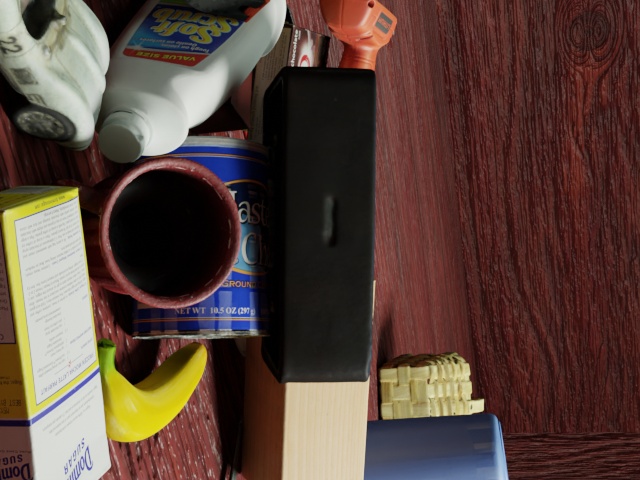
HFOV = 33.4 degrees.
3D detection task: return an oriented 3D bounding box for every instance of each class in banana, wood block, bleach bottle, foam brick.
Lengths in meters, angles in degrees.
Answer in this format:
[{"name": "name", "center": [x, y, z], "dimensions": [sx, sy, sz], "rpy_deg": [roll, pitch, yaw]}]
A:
[{"name": "banana", "center": [-0.120, 0.106, 0.748], "dimensions": [0.069, 0.037, 0.197], "rpy_deg": [-64, 169, -1]}, {"name": "wood block", "center": [-0.014, 0.130, 0.989], "dimensions": [0.090, 0.090, 0.206], "rpy_deg": [22, -67, 60]}, {"name": "bleach bottle", "center": [-0.099, -0.126, 0.777], "dimensions": [0.250, 0.102, 0.068], "rpy_deg": [-73, -178, -55]}, {"name": "foam brick", "center": [-0.091, -0.139, 0.922], "dimensions": [0.053, 0.051, 0.078], "rpy_deg": [53, 36, -66]}]

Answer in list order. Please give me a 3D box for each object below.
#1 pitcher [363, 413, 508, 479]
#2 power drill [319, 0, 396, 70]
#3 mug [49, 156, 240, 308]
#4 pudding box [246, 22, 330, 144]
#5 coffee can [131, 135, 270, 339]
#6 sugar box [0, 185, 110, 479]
[{"name": "pitcher", "center": [0.076, 0.250, 1.142], "dimensions": [0.149, 0.243, 0.145], "rpy_deg": [-87, 166, -51]}, {"name": "power drill", "center": [0.015, -0.126, 0.968], "dimensions": [0.184, 0.057, 0.188], "rpy_deg": [-4, 106, -75]}, {"name": "mug", "center": [-0.120, -0.009, 0.679], "dimensions": [0.117, 0.082, 0.093], "rpy_deg": [23, 78, -28]}, {"name": "pudding box", "center": [-0.029, -0.139, 0.982], "dimensions": [0.090, 0.039, 0.113], "rpy_deg": [-10, 106, -69]}, {"name": "coffee can", "center": [-0.089, 0.001, 0.790], "dimensions": [0.102, 0.103, 0.140], "rpy_deg": [24, 64, -75]}, {"name": "sugar box", "center": [-0.162, 0.062, 0.595], "dimensions": [0.093, 0.048, 0.176], "rpy_deg": [-42, 131, -74]}]
